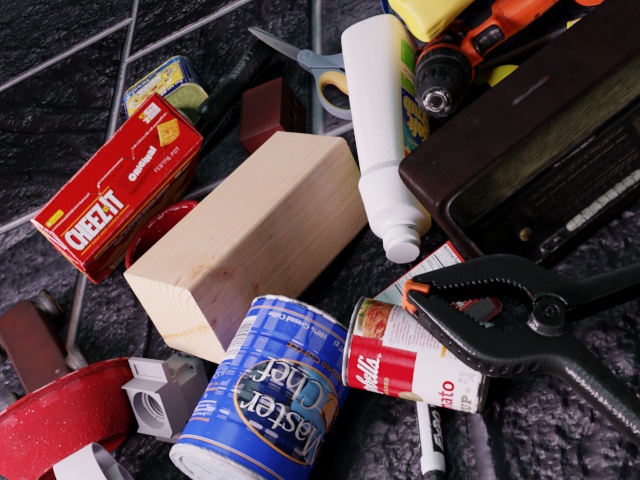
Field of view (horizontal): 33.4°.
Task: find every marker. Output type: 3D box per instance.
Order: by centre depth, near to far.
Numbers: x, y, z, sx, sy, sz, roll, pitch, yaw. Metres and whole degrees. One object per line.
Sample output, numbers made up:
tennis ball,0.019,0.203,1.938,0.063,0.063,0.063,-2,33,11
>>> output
marker,0.080,0.144,0.782,0.020,0.020,0.121,-22,42,21

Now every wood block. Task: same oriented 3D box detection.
wood block,-0.056,0.002,0.932,0.091,0.090,0.205,11,48,43

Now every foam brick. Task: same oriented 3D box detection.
foam brick,-0.049,-0.121,1.108,0.051,0.053,0.078,-21,44,22

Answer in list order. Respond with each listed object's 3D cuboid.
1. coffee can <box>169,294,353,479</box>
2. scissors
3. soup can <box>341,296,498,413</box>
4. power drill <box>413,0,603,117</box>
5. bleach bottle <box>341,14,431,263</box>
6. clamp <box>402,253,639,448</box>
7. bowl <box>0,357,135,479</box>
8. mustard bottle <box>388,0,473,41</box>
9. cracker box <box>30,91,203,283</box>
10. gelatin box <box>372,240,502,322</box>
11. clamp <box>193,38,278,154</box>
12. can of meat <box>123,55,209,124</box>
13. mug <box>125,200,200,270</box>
coffee can,-0.038,0.128,0.826,0.103,0.102,0.140,4,56,41
scissors,0.006,-0.199,1.135,0.096,0.016,0.202,-33,52,-4
soup can,0.074,0.083,0.778,0.102,0.068,0.068,11,57,13
power drill,0.165,-0.191,0.944,0.188,0.057,0.184,-31,19,24
bleach bottle,0.067,-0.085,0.961,0.068,0.102,0.251,-19,50,20
clamp,0.158,0.066,0.723,0.210,0.036,0.164,6,55,7
bowl,-0.219,0.167,0.927,0.162,0.162,0.055,-34,76,8
mustard bottle,0.151,-0.258,0.951,0.192,0.058,0.096,-39,9,6
cracker box,-0.194,-0.043,1.053,0.164,0.072,0.214,-49,3,-11
gelatin box,0.090,0.053,0.852,0.089,0.030,0.073,-37,38,4
clamp,-0.103,-0.158,1.181,0.120,0.039,0.171,-39,12,52
can of meat,-0.179,-0.159,1.245,0.102,0.057,0.084,-34,37,7
mug,-0.121,0.031,0.999,0.093,0.081,0.117,-27,41,15
